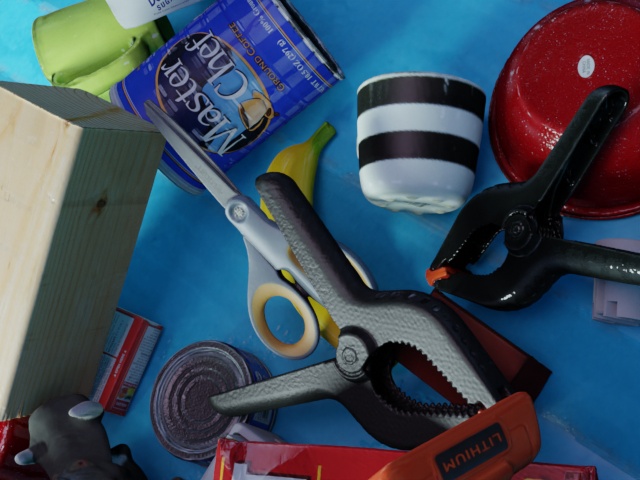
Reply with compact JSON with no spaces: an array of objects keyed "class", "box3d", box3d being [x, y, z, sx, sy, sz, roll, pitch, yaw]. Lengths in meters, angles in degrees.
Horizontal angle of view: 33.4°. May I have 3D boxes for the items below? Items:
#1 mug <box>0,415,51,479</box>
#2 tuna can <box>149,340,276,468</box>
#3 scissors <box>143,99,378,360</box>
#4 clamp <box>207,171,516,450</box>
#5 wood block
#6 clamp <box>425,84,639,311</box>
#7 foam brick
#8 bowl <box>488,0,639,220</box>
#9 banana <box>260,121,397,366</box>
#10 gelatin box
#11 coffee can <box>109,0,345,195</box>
[{"class":"mug","box3d":[-0.233,0.158,0.775,0.093,0.081,0.117,5,74,29]},{"class":"tuna can","box3d":[-0.075,0.113,0.737,0.086,0.033,0.086,-10,67,24]},{"class":"scissors","box3d":[-0.055,0.001,0.697,0.202,0.016,0.096,34,108,10]},{"class":"clamp","box3d":[0.020,0.073,0.638,0.210,0.036,0.165,30,113,28]},{"class":"wood block","box3d":[-0.190,0.006,0.727,0.090,0.090,0.206,27,106,27]},{"class":"clamp","box3d":[0.134,0.001,0.632,0.172,0.039,0.120,-43,47,40]},{"class":"foam brick","box3d":[0.092,0.075,0.652,0.078,0.053,0.051,36,90,33]},{"class":"bowl","box3d":[0.176,-0.097,0.673,0.162,0.055,0.162,-10,66,24]},{"class":"banana","box3d":[-0.002,0.006,0.738,0.070,0.037,0.198,-25,62,17]},{"class":"gelatin box","box3d":[-0.171,0.081,0.802,0.089,0.030,0.073,19,82,31]},{"class":"coffee can","box3d":[-0.068,-0.115,0.780,0.140,0.102,0.103,-38,58,10]}]
